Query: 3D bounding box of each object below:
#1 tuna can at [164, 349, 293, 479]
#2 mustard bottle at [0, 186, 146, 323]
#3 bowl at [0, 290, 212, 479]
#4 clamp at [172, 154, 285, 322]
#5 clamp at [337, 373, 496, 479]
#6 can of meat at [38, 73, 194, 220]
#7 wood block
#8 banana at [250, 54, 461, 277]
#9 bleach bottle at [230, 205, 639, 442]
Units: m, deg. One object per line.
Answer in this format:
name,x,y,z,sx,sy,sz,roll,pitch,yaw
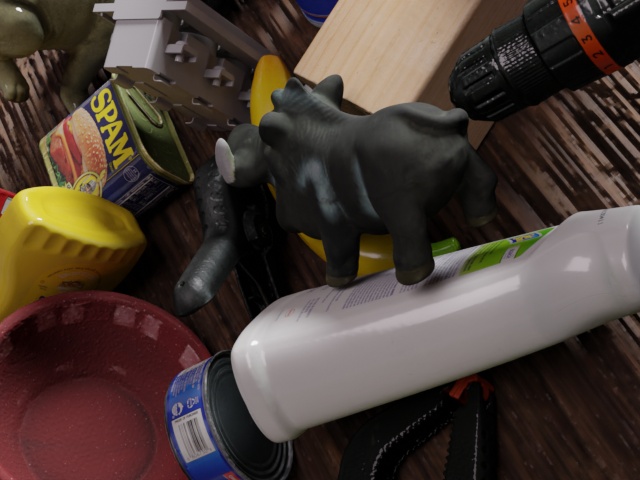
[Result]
tuna can,-0.054,0.111,0.635,0.034,0.086,0.086,-27,60,22
mustard bottle,-0.206,0.052,0.739,0.192,0.096,0.058,-52,52,24
bowl,-0.143,0.112,0.676,0.162,0.161,0.055,65,149,31
clamp,-0.054,0.001,0.660,0.039,0.120,0.171,-22,58,16
clamp,0.041,0.170,0.583,0.165,0.036,0.210,37,91,37
can of meat,-0.150,-0.060,0.777,0.084,0.057,0.102,-37,57,18
wood block,0.088,-0.154,0.643,0.090,0.090,0.206,33,92,36
banana,0.004,-0.035,0.677,0.069,0.037,0.198,-43,65,2
bleach bottle,0.081,0.036,0.567,0.251,0.102,0.068,-19,102,26
